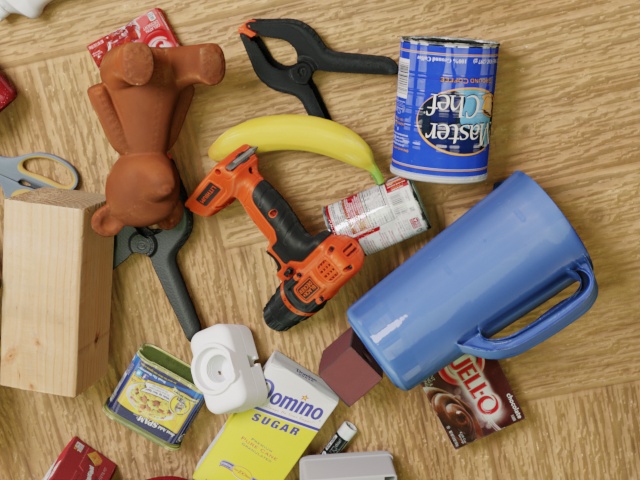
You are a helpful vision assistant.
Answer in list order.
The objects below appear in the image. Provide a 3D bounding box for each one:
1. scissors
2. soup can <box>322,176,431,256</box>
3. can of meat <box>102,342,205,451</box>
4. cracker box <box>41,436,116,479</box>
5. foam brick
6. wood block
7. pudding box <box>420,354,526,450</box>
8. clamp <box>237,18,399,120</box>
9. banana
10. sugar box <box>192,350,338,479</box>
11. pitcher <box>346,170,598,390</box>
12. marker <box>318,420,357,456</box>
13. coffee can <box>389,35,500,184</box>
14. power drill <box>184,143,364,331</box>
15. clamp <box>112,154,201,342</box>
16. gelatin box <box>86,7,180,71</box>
[{"bbox_3d":[-0.371,-0.072,1.195,0.201,0.016,0.096,11,105,0],"label":"scissors"},{"bbox_3d":[0.061,-0.025,1.156,0.102,0.068,0.068,-23,102,8],"label":"soup can"},{"bbox_3d":[-0.185,0.179,1.229,0.102,0.057,0.084,30,102,-5],"label":"can of meat"},{"bbox_3d":[-0.332,0.354,1.228,0.072,0.164,0.214,36,104,-8],"label":"cracker box"},{"bbox_3d":[0.035,0.139,1.196,0.051,0.078,0.053,-41,99,13],"label":"foam brick"},{"bbox_3d":[-0.283,0.053,1.156,0.090,0.090,0.206,8,103,12],"label":"wood block"},{"bbox_3d":[0.169,0.168,1.215,0.090,0.039,0.113,-26,102,9],"label":"pudding box"},{"bbox_3d":[-0.005,-0.187,1.132,0.171,0.039,0.120,41,106,-10],"label":"clamp"},{"bbox_3d":[-0.028,-0.102,1.137,0.198,0.037,0.070,10,116,13],"label":"banana"},{"bbox_3d":[-0.063,0.225,1.240,0.093,0.048,0.176,32,105,-5],"label":"sugar box"},{"bbox_3d":[0.156,0.053,1.108,0.243,0.149,0.145,-36,95,0],"label":"pitcher"},{"bbox_3d":[0.001,0.264,1.260,0.020,0.020,0.121,35,104,-6],"label":"marker"},{"bbox_3d":[0.128,-0.137,1.105,0.103,0.103,0.140,4,104,2],"label":"coffee can"},{"bbox_3d":[-0.058,0.001,1.152,0.187,0.057,0.185,46,138,0],"label":"power drill"},{"bbox_3d":[-0.187,0.009,1.194,0.164,0.036,0.210,21,106,0],"label":"clamp"},{"bbox_3d":[-0.194,-0.197,1.145,0.089,0.030,0.073,-26,102,10],"label":"gelatin box"}]
